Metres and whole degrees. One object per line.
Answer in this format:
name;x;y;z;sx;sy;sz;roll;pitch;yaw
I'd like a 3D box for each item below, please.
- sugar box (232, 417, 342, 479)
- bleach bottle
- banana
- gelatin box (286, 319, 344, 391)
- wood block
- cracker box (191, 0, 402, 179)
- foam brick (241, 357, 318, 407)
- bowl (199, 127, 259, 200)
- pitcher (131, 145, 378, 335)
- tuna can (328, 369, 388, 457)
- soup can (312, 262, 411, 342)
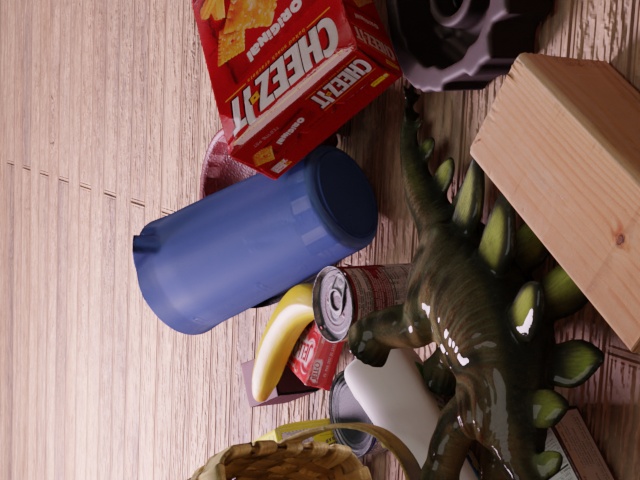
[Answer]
sugar box;-0.040;0.235;1.142;0.176;0.093;0.048;-45;54;53
bleach bottle;0.111;0.204;0.898;0.068;0.102;0.251;-34;59;3
banana;-0.033;0.095;1.079;0.198;0.037;0.069;126;154;-51
gelatin box;-0.004;0.107;1.098;0.089;0.030;0.073;-149;76;-73
wood block;0.200;-0.031;0.720;0.206;0.090;0.091;59;138;40
cracker box;-0.031;-0.191;0.986;0.164;0.072;0.214;-38;50;29
foam brick;-0.046;0.152;1.187;0.078;0.051;0.053;-31;66;57
bowl;-0.083;-0.052;1.234;0.162;0.055;0.162;5;96;59
pitcher;-0.057;0.001;1.086;0.243;0.149;0.145;-25;96;34
tuna can;0.043;0.169;1.053;0.086;0.033;0.086;6;97;59
soup can;0.053;0.055;0.963;0.069;0.102;0.068;6;97;60
